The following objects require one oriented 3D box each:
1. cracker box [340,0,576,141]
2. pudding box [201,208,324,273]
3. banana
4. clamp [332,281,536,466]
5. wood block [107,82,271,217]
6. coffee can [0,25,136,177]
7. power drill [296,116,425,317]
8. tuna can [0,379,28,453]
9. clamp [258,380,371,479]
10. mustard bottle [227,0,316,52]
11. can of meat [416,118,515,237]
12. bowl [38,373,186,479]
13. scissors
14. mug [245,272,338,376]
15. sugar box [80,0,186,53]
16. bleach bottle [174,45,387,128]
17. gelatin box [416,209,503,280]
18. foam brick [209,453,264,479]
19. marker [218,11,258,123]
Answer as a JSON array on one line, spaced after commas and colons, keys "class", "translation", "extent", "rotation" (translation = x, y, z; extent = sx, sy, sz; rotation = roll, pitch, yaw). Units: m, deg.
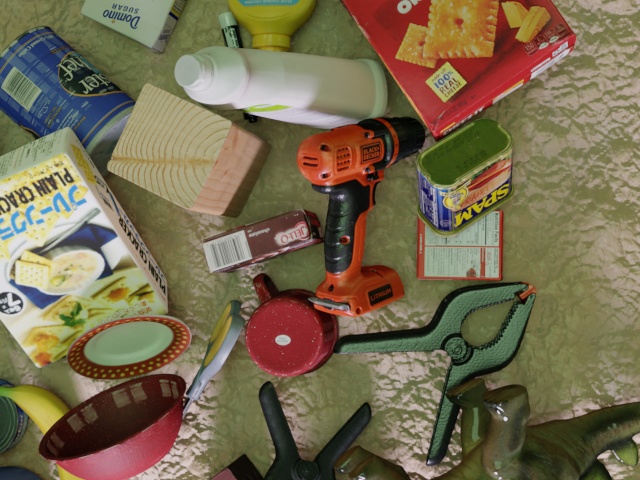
[{"class": "cracker box", "translation": [0.120, -0.231, 1.039], "extent": [0.164, 0.072, 0.214], "rotation": [-34, 82, 6]}, {"class": "pudding box", "translation": [-0.057, 0.001, 1.103], "extent": [0.113, 0.090, 0.039], "rotation": [-16, 85, 8]}, {"class": "banana", "translation": [-0.282, 0.232, 1.149], "extent": [0.069, 0.037, 0.198], "rotation": [-27, 90, -22]}, {"class": "clamp", "translation": [0.141, 0.121, 1.100], "extent": [0.210, 0.036, 0.164], "rotation": [-32, 92, 3]}, {"class": "wood block", "translation": [-0.123, -0.083, 1.055], "extent": [0.091, 0.206, 0.090], "rotation": [26, 93, 7]}, {"class": "coffee can", "translation": [-0.268, -0.143, 1.128], "extent": [0.140, 0.102, 0.103], "rotation": [40, 94, 7]}, {"class": "power drill", "translation": [0.047, -0.028, 1.072], "extent": [0.057, 0.184, 0.188], "rotation": [9, 108, 39]}, {"class": "tuna can", "translation": [-0.366, 0.194, 1.170], "extent": [0.086, 0.033, 0.086], "rotation": [0, 89, 8]}, {"class": "clamp", "translation": [-0.007, 0.232, 1.092], "extent": [0.120, 0.039, 0.171], "rotation": [3, 75, -5]}, {"class": "mustard bottle", "translation": [-0.051, -0.276, 1.122], "extent": [0.096, 0.058, 0.191], "rotation": [1, 89, 6]}, {"class": "can of meat", "translation": [0.144, -0.064, 1.061], "extent": [0.102, 0.084, 0.057], "rotation": [-32, 58, -13]}, {"class": "bowl", "translation": [-0.203, 0.200, 1.095], "extent": [0.162, 0.162, 0.055], "rotation": [-20, 106, 7]}, {"class": "scissors", "translation": [-0.127, 0.142, 1.139], "extent": [0.016, 0.096, 0.202], "rotation": [26, 124, -12]}, {"class": "mug", "translation": [-0.037, 0.086, 1.102], "extent": [0.093, 0.081, 0.117], "rotation": [-27, 86, 6]}, {"class": "sugar box", "translation": [-0.177, -0.301, 1.148], "extent": [0.093, 0.048, 0.176], "rotation": [27, 96, 7]}, {"class": "bleach bottle", "translation": [-0.040, -0.149, 1.015], "extent": [0.103, 0.250, 0.068], "rotation": [-6, 88, 33]}, {"class": "gelatin box", "translation": [0.145, 0.005, 1.105], "extent": [0.089, 0.030, 0.073], "rotation": [1, 88, 8]}, {"class": "foam brick", "translation": [-0.092, 0.263, 1.109], "extent": [0.051, 0.078, 0.053], "rotation": [-38, 84, 7]}, {"class": "marker", "translation": [-0.086, -0.185, 1.145], "extent": [0.020, 0.020, 0.121], "rotation": [-15, 87, 7]}]
